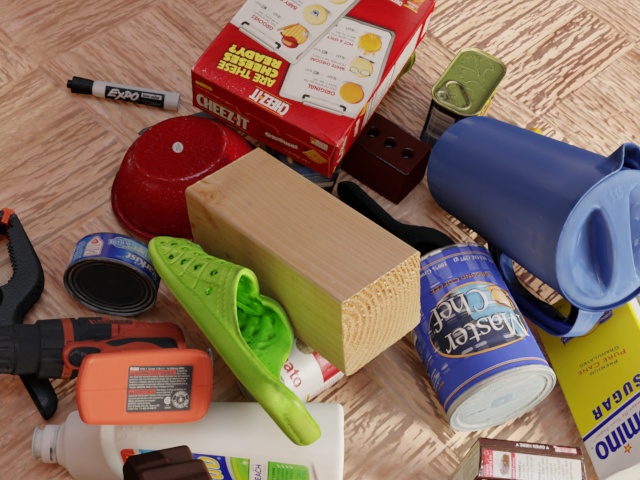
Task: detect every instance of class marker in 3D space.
[{"bbox_3d":[-0.212,-0.159,1.147,0.121,0.020,0.020,9,53,-3],"label":"marker"}]

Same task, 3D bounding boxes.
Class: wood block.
[{"bbox_3d":[-0.017,0.014,0.937,0.090,0.090,0.206,-33,49,-28],"label":"wood block"}]

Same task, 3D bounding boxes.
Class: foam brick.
[{"bbox_3d":[0.069,-0.087,1.121,0.078,0.051,0.053,33,56,14],"label":"foam brick"}]

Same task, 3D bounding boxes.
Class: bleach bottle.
[{"bbox_3d":[-0.108,0.176,0.880,0.251,0.102,0.068,2,45,-1],"label":"bleach bottle"}]

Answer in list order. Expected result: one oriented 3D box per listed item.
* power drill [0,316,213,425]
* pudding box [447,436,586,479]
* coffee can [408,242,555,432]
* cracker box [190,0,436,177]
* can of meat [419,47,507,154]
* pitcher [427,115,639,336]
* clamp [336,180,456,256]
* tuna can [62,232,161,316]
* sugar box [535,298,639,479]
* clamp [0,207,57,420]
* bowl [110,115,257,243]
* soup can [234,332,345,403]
[{"bbox_3d":[-0.178,0.098,0.854,0.184,0.188,0.057,0,97,-25],"label":"power drill"},{"bbox_3d":[0.159,0.203,0.885,0.090,0.114,0.039,6,56,-5],"label":"pudding box"},{"bbox_3d":[0.137,0.088,0.972,0.102,0.103,0.140,-12,56,-18],"label":"coffee can"},{"bbox_3d":[-0.006,-0.189,1.075,0.164,0.072,0.213,28,63,9],"label":"cracker box"},{"bbox_3d":[0.152,-0.145,1.158,0.057,0.084,0.102,29,54,11],"label":"can of meat"},{"bbox_3d":[0.203,-0.028,1.014,0.149,0.145,0.243,-41,33,-7],"label":"pitcher"},{"bbox_3d":[0.071,0.015,1.055,0.171,0.039,0.120,26,56,10],"label":"clamp"},{"bbox_3d":[-0.187,0.031,0.969,0.086,0.086,0.033,10,51,-2],"label":"tuna can"},{"bbox_3d":[0.268,0.126,0.973,0.048,0.093,0.176,31,34,-45],"label":"sugar box"},{"bbox_3d":[-0.293,0.064,0.957,0.164,0.036,0.210,16,52,-5],"label":"clamp"},{"bbox_3d":[-0.133,-0.073,1.052,0.162,0.055,0.162,-4,48,4],"label":"bowl"},{"bbox_3d":[-0.018,0.107,0.953,0.102,0.068,0.068,-32,65,-27],"label":"soup can"}]
